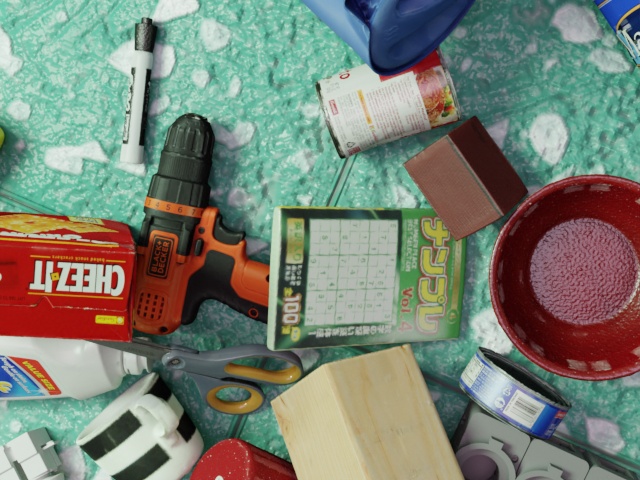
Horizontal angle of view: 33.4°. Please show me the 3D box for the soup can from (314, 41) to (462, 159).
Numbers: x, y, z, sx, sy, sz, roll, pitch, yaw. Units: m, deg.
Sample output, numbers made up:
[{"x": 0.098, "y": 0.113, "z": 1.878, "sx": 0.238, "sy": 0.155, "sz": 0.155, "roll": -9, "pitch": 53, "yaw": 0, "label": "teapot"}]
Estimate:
[{"x": 0.054, "y": -0.111, "z": 0.846, "sx": 0.102, "sy": 0.068, "sz": 0.068, "roll": -18, "pitch": 92, "yaw": 7, "label": "soup can"}]

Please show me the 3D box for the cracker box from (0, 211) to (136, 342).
[{"x": -0.221, "y": 0.021, "z": 0.790, "sx": 0.164, "sy": 0.214, "sz": 0.072, "roll": 3, "pitch": 94, "yaw": -12, "label": "cracker box"}]

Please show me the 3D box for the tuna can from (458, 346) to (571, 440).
[{"x": 0.153, "y": 0.121, "z": 0.844, "sx": 0.086, "sy": 0.086, "sz": 0.034, "roll": 31, "pitch": 98, "yaw": 2, "label": "tuna can"}]

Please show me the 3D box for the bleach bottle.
[{"x": -0.265, "y": 0.088, "z": 0.879, "sx": 0.251, "sy": 0.068, "sz": 0.102, "roll": 0, "pitch": 133, "yaw": 4, "label": "bleach bottle"}]

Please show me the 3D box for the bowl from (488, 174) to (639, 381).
[{"x": 0.213, "y": 0.027, "z": 0.847, "sx": 0.162, "sy": 0.055, "sz": 0.162, "roll": 0, "pitch": 94, "yaw": 5, "label": "bowl"}]

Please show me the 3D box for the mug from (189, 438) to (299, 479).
[{"x": -0.060, "y": 0.219, "z": 0.849, "sx": 0.081, "sy": 0.093, "sz": 0.117, "roll": 33, "pitch": 81, "yaw": -33, "label": "mug"}]

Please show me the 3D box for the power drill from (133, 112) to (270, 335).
[{"x": -0.056, "y": 0.001, "z": 0.871, "sx": 0.187, "sy": 0.057, "sz": 0.184, "roll": 13, "pitch": 95, "yaw": 6, "label": "power drill"}]

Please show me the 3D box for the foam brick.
[{"x": 0.115, "y": -0.049, "z": 0.843, "sx": 0.051, "sy": 0.052, "sz": 0.078, "roll": -35, "pitch": 90, "yaw": 42, "label": "foam brick"}]

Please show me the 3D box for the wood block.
[{"x": 0.051, "y": 0.196, "z": 0.813, "sx": 0.090, "sy": 0.091, "sz": 0.206, "roll": -9, "pitch": 69, "yaw": -35, "label": "wood block"}]

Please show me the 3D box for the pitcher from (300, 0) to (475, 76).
[{"x": 0.010, "y": -0.246, "z": 0.797, "sx": 0.145, "sy": 0.149, "sz": 0.243, "roll": -44, "pitch": 71, "yaw": -5, "label": "pitcher"}]

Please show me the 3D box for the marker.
[{"x": -0.151, "y": -0.124, "z": 0.887, "sx": 0.020, "sy": 0.020, "sz": 0.121, "roll": 8, "pitch": 95, "yaw": 4, "label": "marker"}]

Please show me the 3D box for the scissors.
[{"x": -0.113, "y": 0.105, "z": 0.850, "sx": 0.201, "sy": 0.016, "sz": 0.096, "roll": 7, "pitch": 135, "yaw": -20, "label": "scissors"}]
